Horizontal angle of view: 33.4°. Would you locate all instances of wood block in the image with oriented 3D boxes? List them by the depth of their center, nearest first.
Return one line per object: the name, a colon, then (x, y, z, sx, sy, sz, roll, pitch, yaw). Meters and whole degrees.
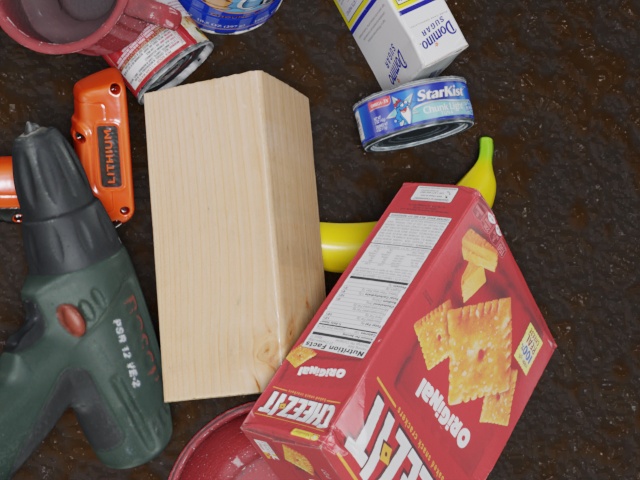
wood block: (-0.054, 0.001, 0.725, 0.091, 0.090, 0.206, -8, 82, 20)

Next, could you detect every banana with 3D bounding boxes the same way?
banana: (0.057, -0.012, 0.797, 0.197, 0.037, 0.070, -22, 68, -16)

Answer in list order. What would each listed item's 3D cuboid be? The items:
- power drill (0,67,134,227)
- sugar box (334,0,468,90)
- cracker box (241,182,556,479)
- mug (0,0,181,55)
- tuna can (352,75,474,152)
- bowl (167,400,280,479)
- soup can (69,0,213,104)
power drill: (-0.222, -0.068, 0.701, 0.187, 0.057, 0.184, -7, 113, -14)
sugar box: (0.039, -0.198, 0.791, 0.048, 0.093, 0.176, -30, 89, -15)
cracker box: (0.064, 0.093, 0.698, 0.213, 0.072, 0.164, -55, 131, -30)
mug: (-0.144, -0.159, 0.682, 0.117, 0.081, 0.093, 17, 96, 5)
tuna can: (0.069, -0.092, 0.784, 0.086, 0.086, 0.034, -12, 85, -14)
bowl: (-0.027, 0.190, 0.733, 0.162, 0.055, 0.162, 2, 80, -12)
soup can: (-0.134, -0.157, 0.759, 0.068, 0.069, 0.102, -40, 91, -16)
